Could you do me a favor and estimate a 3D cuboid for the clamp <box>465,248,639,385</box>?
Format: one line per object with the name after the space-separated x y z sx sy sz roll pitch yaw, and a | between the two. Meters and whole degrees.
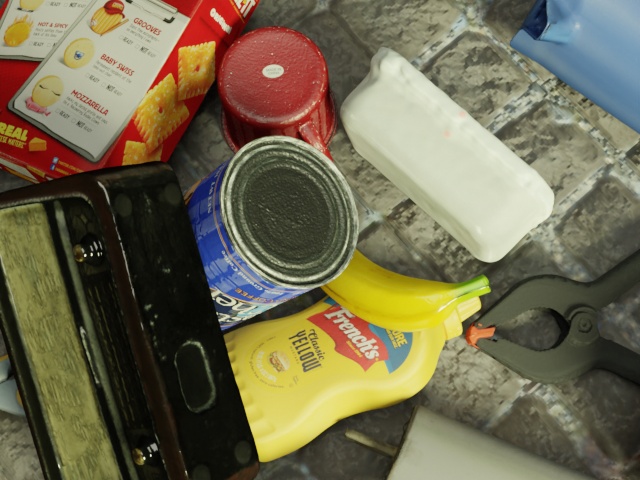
0.193 0.052 0.774 0.171 0.039 0.120 4 75 -1 | clamp

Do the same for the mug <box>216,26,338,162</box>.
-0.027 -0.099 0.801 0.093 0.081 0.117 -31 76 -6 | mug

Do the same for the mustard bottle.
0.025 0.078 0.760 0.191 0.058 0.096 -23 51 -5 | mustard bottle

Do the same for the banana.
0.028 0.015 0.752 0.069 0.037 0.198 -36 45 -22 | banana

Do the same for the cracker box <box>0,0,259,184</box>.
-0.165 -0.137 0.803 0.164 0.072 0.213 22 74 25 | cracker box

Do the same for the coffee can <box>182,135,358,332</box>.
-0.055 0.001 0.728 0.102 0.141 0.103 12 68 -30 | coffee can
